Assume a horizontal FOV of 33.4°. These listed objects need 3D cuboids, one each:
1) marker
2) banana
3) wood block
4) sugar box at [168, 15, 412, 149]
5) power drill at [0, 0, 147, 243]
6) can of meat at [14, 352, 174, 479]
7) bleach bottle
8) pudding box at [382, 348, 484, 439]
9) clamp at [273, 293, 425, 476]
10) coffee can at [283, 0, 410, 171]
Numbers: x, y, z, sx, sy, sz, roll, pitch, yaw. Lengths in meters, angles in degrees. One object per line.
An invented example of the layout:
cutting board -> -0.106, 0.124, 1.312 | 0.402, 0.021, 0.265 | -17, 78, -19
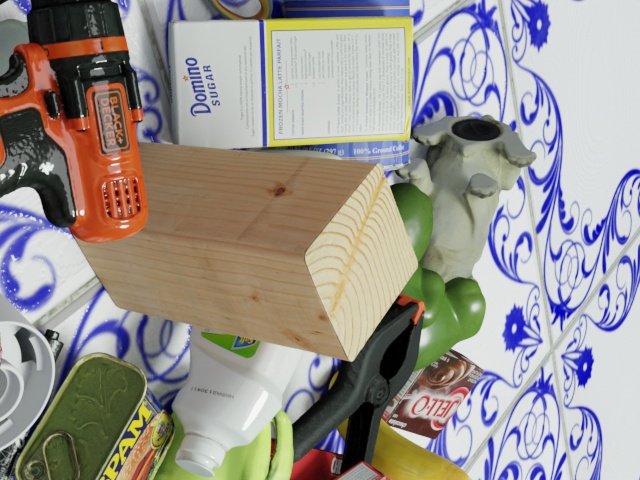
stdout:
marker -> -0.195, 0.116, 0.693 | 0.020, 0.020, 0.121 | 35, 69, -51
banana -> 0.054, 0.163, 0.931 | 0.069, 0.198, 0.037 | -30, 128, -7
wood block -> -0.055, 0.001, 0.702 | 0.090, 0.206, 0.090 | -51, 134, -34
sugar box -> -0.022, -0.116, 0.781 | 0.176, 0.048, 0.093 | -3, 102, -11
power drill -> -0.180, -0.075, 0.542 | 0.187, 0.057, 0.184 | -15, 101, -36
can of meat -> -0.147, 0.140, 0.717 | 0.102, 0.057, 0.084 | -63, 158, -23
bleach bottle -> -0.052, 0.050, 0.782 | 0.068, 0.103, 0.250 | 53, 49, -46
pudding box -> 0.104, 0.146, 1.062 | 0.113, 0.039, 0.090 | 28, 98, -50
clamp -> 0.038, 0.127, 0.865 | 0.171, 0.039, 0.120 | -53, 144, -14
coffee can -> 0.022, -0.132, 0.867 | 0.102, 0.103, 0.140 | -17, 110, -51
